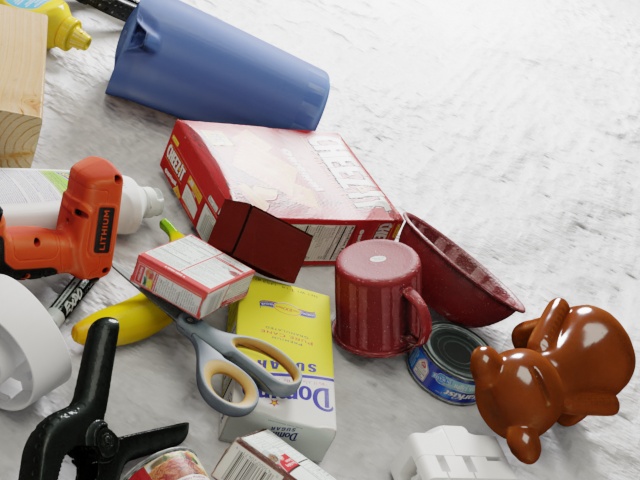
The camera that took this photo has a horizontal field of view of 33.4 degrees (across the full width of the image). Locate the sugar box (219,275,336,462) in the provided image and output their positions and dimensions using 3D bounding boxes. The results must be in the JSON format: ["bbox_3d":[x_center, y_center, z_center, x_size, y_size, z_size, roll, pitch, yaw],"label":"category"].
[{"bbox_3d":[-0.037,0.107,0.938,0.093,0.048,0.176,15,33,-14],"label":"sugar box"}]

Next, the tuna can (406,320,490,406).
[{"bbox_3d":[0.129,0.118,1.042,0.086,0.034,0.086,17,34,-12],"label":"tuna can"}]

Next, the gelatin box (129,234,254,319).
[{"bbox_3d":[-0.109,0.031,0.924,0.073,0.030,0.089,28,21,17],"label":"gelatin box"}]

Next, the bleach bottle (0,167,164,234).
[{"bbox_3d":[-0.251,-0.025,0.967,0.250,0.068,0.103,-5,38,-41],"label":"bleach bottle"}]

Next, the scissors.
[{"bbox_3d":[-0.112,0.083,0.880,0.202,0.016,0.096,26,35,10],"label":"scissors"}]

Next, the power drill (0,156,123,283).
[{"bbox_3d":[-0.252,-0.023,0.857,0.187,0.184,0.057,-9,32,-43],"label":"power drill"}]

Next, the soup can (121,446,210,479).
[{"bbox_3d":[-0.091,0.205,0.744,0.068,0.069,0.102,-8,46,-40],"label":"soup can"}]

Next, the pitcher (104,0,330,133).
[{"bbox_3d":[-0.119,-0.191,1.244,0.242,0.145,0.149,21,45,-13],"label":"pitcher"}]

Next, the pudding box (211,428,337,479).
[{"bbox_3d":[-0.018,0.190,0.806,0.113,0.039,0.090,35,1,12],"label":"pudding box"}]

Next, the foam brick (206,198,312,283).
[{"bbox_3d":[-0.057,0.001,0.998,0.078,0.051,0.053,27,-9,-35],"label":"foam brick"}]

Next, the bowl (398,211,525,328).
[{"bbox_3d":[0.133,0.041,1.104,0.162,0.055,0.162,37,10,-8],"label":"bowl"}]

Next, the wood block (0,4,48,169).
[{"bbox_3d":[-0.328,-0.150,1.069,0.090,0.090,0.206,11,36,-21],"label":"wood block"}]

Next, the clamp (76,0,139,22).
[{"bbox_3d":[-0.308,-0.327,1.360,0.209,0.036,0.165,21,15,-28],"label":"clamp"}]

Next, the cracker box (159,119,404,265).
[{"bbox_3d":[-0.041,-0.051,1.135,0.213,0.072,0.164,0,41,-34],"label":"cracker box"}]

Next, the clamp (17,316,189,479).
[{"bbox_3d":[-0.159,0.152,0.782,0.120,0.039,0.171,48,43,-22],"label":"clamp"}]

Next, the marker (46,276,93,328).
[{"bbox_3d":[-0.219,0.055,0.916,0.020,0.020,0.121,25,33,0],"label":"marker"}]

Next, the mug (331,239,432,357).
[{"bbox_3d":[0.062,0.057,1.007,0.093,0.081,0.117,-21,36,-28],"label":"mug"}]

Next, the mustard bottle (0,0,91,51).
[{"bbox_3d":[-0.356,-0.274,1.253,0.191,0.058,0.096,27,27,4],"label":"mustard bottle"}]

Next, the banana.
[{"bbox_3d":[-0.151,0.047,0.958,0.069,0.037,0.197,19,32,7],"label":"banana"}]
